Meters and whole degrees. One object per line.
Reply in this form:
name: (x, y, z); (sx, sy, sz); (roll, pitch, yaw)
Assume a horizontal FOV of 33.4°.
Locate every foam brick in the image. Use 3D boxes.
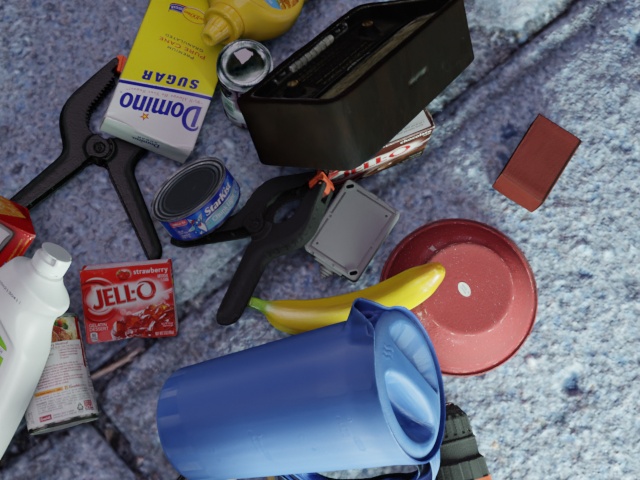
foam brick: (0.217, -0.076, 1.075); (0.051, 0.053, 0.078); (33, 79, 4)

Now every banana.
banana: (0.030, 0.061, 1.021); (0.198, 0.069, 0.037); (-13, 64, 17)

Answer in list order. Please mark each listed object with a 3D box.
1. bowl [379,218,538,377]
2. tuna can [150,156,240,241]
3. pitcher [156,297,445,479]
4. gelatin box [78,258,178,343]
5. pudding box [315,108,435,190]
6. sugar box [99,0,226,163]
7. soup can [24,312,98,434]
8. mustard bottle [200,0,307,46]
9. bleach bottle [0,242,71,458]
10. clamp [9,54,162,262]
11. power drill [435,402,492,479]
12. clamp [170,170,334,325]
bowl: (0.139, 0.051, 1.046); (0.162, 0.055, 0.162); (0, 79, -2)
tuna can: (-0.121, -0.040, 1.040); (0.086, 0.086, 0.033); (-42, 125, -9)
pitcher: (-0.017, 0.155, 0.945); (0.243, 0.144, 0.149); (-15, 64, 28)
gelatin box: (-0.186, 0.058, 1.034); (0.089, 0.030, 0.073); (-4, 99, -3)
pudding box: (0.051, -0.092, 1.053); (0.113, 0.090, 0.039); (-24, 80, -7)
sugar box: (-0.146, -0.175, 1.066); (0.093, 0.048, 0.176); (21, 70, -14)
soup can: (-0.253, 0.126, 1.011); (0.068, 0.068, 0.102); (-14, 81, -5)
mustard bottle: (-0.057, -0.252, 1.061); (0.096, 0.058, 0.191); (38, 56, 1)
bleach bottle: (-0.290, 0.114, 0.958); (0.103, 0.068, 0.251); (40, 107, 18)
clamp: (-0.231, -0.085, 1.065); (0.164, 0.036, 0.210); (7, 78, -10)
power drill: (0.075, 0.260, 1.001); (0.187, 0.057, 0.184); (-14, 80, -5)
clamp: (-0.057, 0.001, 1.025); (0.171, 0.039, 0.120); (-31, 66, 12)
